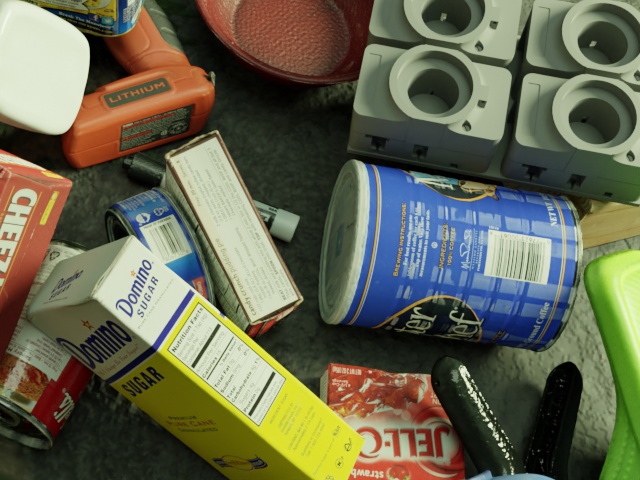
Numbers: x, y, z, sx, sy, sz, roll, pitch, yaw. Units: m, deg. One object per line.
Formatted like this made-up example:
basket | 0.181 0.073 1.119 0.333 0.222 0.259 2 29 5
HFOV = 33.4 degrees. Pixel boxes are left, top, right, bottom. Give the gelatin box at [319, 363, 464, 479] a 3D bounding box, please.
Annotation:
gelatin box | 0.044 0.118 0.652 0.089 0.030 0.073 8 64 -10

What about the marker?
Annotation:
marker | -0.073 -0.029 0.701 0.121 0.020 0.020 22 62 -3

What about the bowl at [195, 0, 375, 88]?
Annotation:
bowl | -0.015 -0.165 0.759 0.162 0.055 0.162 6 63 -12

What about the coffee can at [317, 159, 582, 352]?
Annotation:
coffee can | 0.078 0.011 0.671 0.140 0.103 0.103 9 63 -10

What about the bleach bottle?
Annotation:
bleach bottle | -0.273 -0.122 0.642 0.251 0.102 0.068 12 88 18

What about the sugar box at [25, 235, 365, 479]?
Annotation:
sugar box | -0.067 0.074 0.573 0.176 0.094 0.048 41 60 -22

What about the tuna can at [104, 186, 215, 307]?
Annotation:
tuna can | -0.097 0.013 0.637 0.033 0.086 0.086 -24 72 -21

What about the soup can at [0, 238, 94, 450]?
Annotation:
soup can | -0.158 0.058 0.611 0.068 0.069 0.102 27 61 0

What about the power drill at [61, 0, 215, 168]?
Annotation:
power drill | -0.165 -0.144 0.713 0.184 0.057 0.188 -19 72 -18

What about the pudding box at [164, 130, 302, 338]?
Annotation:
pudding box | -0.054 0.001 0.640 0.039 0.090 0.113 -28 84 -13

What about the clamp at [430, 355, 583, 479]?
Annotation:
clamp | 0.116 0.146 0.636 0.120 0.039 0.171 13 63 -26
